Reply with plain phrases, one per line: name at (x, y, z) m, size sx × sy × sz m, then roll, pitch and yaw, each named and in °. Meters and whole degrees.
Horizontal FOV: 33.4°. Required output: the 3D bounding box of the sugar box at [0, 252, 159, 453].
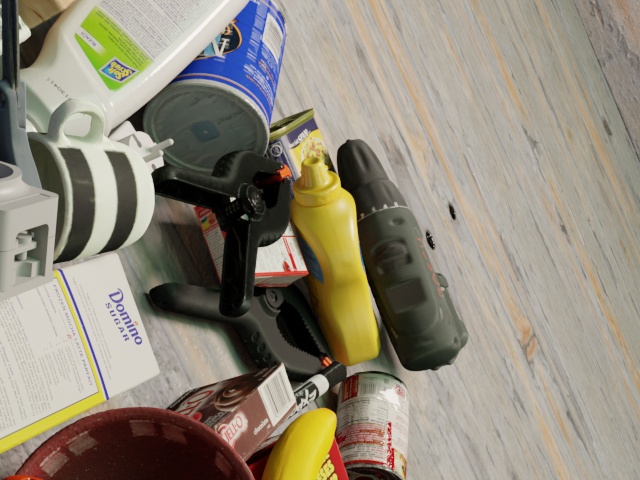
sugar box at (-0.177, 0.069, 0.666) m, size 0.176 × 0.048 × 0.093 m, roll -19°, pitch 90°, yaw -66°

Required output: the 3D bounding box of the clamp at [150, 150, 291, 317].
clamp at (-0.069, -0.030, 0.812) m, size 0.120 × 0.039 × 0.171 m, roll 62°, pitch 24°, yaw -21°

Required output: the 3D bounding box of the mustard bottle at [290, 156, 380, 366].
mustard bottle at (0.009, 0.012, 0.945) m, size 0.096 × 0.058 × 0.191 m, roll -118°, pitch -167°, yaw -56°

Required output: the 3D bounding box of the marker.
marker at (-0.019, 0.133, 0.892) m, size 0.120 × 0.020 × 0.020 m, roll -29°, pitch 99°, yaw -42°

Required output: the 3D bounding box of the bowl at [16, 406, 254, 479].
bowl at (-0.110, 0.184, 0.635) m, size 0.055 × 0.162 × 0.162 m, roll 92°, pitch -8°, yaw -66°

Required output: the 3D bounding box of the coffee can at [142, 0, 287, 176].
coffee can at (-0.086, -0.137, 0.903) m, size 0.102 × 0.103 × 0.140 m, roll 48°, pitch 35°, yaw -36°

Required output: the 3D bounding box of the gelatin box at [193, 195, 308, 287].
gelatin box at (-0.056, 0.001, 0.877) m, size 0.089 × 0.030 × 0.073 m, roll 0°, pitch 66°, yaw -55°

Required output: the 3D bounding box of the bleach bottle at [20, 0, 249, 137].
bleach bottle at (-0.153, -0.148, 0.782) m, size 0.102 × 0.068 × 0.250 m, roll 42°, pitch 54°, yaw -4°

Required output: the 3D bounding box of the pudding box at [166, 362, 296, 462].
pudding box at (-0.079, 0.132, 0.753) m, size 0.113 × 0.090 × 0.039 m, roll -33°, pitch 103°, yaw -63°

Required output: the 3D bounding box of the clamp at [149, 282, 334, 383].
clamp at (-0.055, 0.043, 0.912) m, size 0.209 × 0.036 × 0.164 m, roll 45°, pitch 37°, yaw -33°

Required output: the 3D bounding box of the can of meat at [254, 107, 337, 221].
can of meat at (-0.028, -0.070, 1.016) m, size 0.084 × 0.058 × 0.102 m, roll 67°, pitch 28°, yaw -11°

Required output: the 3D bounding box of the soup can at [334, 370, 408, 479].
soup can at (0.046, 0.178, 0.972) m, size 0.068 × 0.069 × 0.102 m, roll 47°, pitch 35°, yaw -37°

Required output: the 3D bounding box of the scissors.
scissors at (-0.192, -0.082, 0.640) m, size 0.016 × 0.096 × 0.202 m, roll -15°, pitch 112°, yaw -35°

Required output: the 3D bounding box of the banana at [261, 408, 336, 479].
banana at (-0.019, 0.186, 0.735) m, size 0.197 × 0.037 × 0.069 m, roll -83°, pitch 153°, yaw -43°
